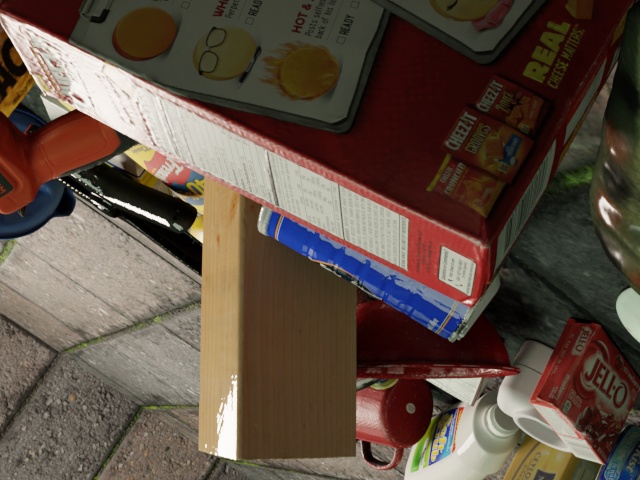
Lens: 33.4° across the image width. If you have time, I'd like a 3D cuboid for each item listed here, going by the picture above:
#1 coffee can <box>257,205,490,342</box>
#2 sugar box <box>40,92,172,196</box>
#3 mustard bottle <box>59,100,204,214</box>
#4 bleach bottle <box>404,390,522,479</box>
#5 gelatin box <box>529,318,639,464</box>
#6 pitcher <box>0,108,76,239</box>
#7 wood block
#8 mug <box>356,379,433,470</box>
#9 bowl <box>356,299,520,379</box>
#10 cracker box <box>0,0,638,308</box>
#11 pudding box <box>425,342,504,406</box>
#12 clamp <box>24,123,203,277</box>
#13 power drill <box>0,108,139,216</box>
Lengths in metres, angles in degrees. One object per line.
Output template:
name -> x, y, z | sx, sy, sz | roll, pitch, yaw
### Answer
coffee can -> 0.046, -0.016, 0.664 | 0.140, 0.102, 0.103 | 30, 161, 6
sugar box -> -0.187, -0.082, 0.961 | 0.093, 0.048, 0.176 | 29, 157, 8
mustard bottle -> -0.110, -0.074, 0.836 | 0.191, 0.058, 0.096 | 41, 153, -25
bleach bottle -> 0.151, 0.199, 1.074 | 0.068, 0.102, 0.251 | 24, 155, 0
gelatin box -> 0.198, 0.112, 0.790 | 0.030, 0.073, 0.089 | 10, 151, 47
pitcher -> -0.376, -0.074, 1.157 | 0.243, 0.144, 0.149 | 2, 113, 62
wood block -> -0.031, 0.049, 0.763 | 0.090, 0.206, 0.090 | 3, 173, -23
mug -> 0.065, 0.187, 1.140 | 0.093, 0.117, 0.082 | 0, -177, -44
bowl -> 0.074, 0.078, 0.836 | 0.162, 0.055, 0.162 | 0, 170, 0
cracker box -> 0.008, -0.092, 0.437 | 0.214, 0.164, 0.072 | 27, 159, 16
pudding box -> 0.111, 0.100, 0.955 | 0.090, 0.039, 0.113 | 28, 162, 13
clamp -> -0.173, -0.041, 0.906 | 0.210, 0.036, 0.164 | 32, 166, 6
power drill -> -0.153, -0.093, 0.699 | 0.187, 0.057, 0.184 | -17, 148, 4
